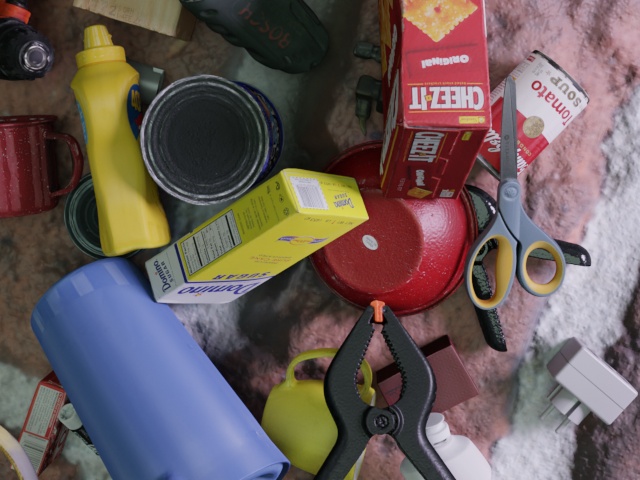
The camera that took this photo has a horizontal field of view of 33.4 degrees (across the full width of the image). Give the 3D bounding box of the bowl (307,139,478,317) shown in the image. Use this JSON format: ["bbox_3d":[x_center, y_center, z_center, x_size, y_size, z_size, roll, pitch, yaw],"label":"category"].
[{"bbox_3d":[0.052,-0.004,0.926,0.162,0.055,0.162,4,103,18],"label":"bowl"}]

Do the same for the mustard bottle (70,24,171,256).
[{"bbox_3d":[-0.171,-0.085,0.896,0.058,0.096,0.191,-11,91,-1],"label":"mustard bottle"}]

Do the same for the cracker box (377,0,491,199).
[{"bbox_3d":[0.082,-0.157,0.835,0.072,0.164,0.213,0,74,-1],"label":"cracker box"}]

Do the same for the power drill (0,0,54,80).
[{"bbox_3d":[-0.245,-0.225,0.888,0.057,0.185,0.187,20,92,-38],"label":"power drill"}]

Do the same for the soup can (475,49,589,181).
[{"bbox_3d":[0.172,-0.105,0.920,0.068,0.068,0.102,43,97,-2],"label":"soup can"}]

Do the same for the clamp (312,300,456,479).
[{"bbox_3d":[0.041,0.157,0.889,0.164,0.036,0.210,-8,80,-3],"label":"clamp"}]

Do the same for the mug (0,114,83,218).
[{"bbox_3d":[-0.264,-0.066,0.939,0.117,0.093,0.081,-1,102,10],"label":"mug"}]

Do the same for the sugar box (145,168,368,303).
[{"bbox_3d":[-0.056,0.001,0.897,0.176,0.093,0.048,-34,66,34],"label":"sugar box"}]

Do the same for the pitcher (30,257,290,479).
[{"bbox_3d":[-0.140,0.137,0.918,0.144,0.149,0.243,-25,67,-29],"label":"pitcher"}]

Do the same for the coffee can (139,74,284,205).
[{"bbox_3d":[-0.087,-0.086,0.901,0.103,0.140,0.103,0,97,3],"label":"coffee can"}]

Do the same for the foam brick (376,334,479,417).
[{"bbox_3d":[0.095,0.128,0.961,0.078,0.051,0.053,-28,94,6],"label":"foam brick"}]

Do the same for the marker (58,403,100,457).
[{"bbox_3d":[-0.199,0.186,0.969,0.020,0.020,0.121,-24,135,6],"label":"marker"}]

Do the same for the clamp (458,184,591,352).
[{"bbox_3d":[0.152,0.002,0.948,0.120,0.039,0.171,-39,93,6],"label":"clamp"}]

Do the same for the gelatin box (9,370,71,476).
[{"bbox_3d":[-0.246,0.162,0.975,0.030,0.073,0.089,21,97,1],"label":"gelatin box"}]

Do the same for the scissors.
[{"bbox_3d":[0.175,-0.032,0.898,0.096,0.016,0.202,10,109,-8],"label":"scissors"}]

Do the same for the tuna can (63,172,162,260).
[{"bbox_3d":[-0.188,-0.024,0.968,0.086,0.033,0.086,0,97,3],"label":"tuna can"}]
